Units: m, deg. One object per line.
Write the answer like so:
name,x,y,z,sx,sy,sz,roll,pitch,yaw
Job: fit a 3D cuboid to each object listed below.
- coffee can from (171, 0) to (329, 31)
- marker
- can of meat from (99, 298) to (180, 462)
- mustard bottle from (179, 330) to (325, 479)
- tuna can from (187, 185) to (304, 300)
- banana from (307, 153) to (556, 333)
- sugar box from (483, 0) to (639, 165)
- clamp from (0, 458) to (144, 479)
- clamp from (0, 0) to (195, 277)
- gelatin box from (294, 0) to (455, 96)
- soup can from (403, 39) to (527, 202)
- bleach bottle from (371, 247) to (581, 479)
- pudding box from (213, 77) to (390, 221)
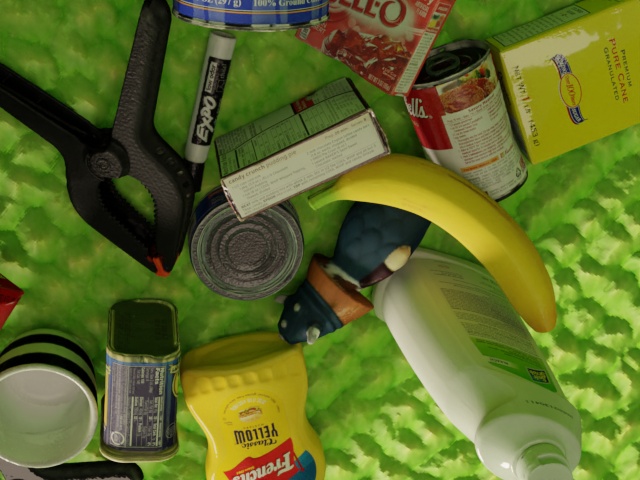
coffee can,-0.041,-0.210,0.659,0.102,0.103,0.140,-1,114,-8
marker,-0.082,-0.087,0.754,0.020,0.020,0.121,11,112,-13
can of meat,-0.132,0.100,0.785,0.057,0.102,0.084,2,111,-11
mustard bottle,-0.047,0.168,0.851,0.096,0.058,0.191,-11,115,-2
tuna can,-0.055,0.001,0.789,0.086,0.034,0.086,-3,114,-7
banana,0.092,-0.009,0.740,0.197,0.037,0.070,29,118,-4
sugar box,0.216,-0.130,0.764,0.176,0.048,0.093,-21,115,3
clamp,-0.238,0.211,0.845,0.171,0.039,0.120,20,87,-12
clamp,-0.153,-0.064,0.733,0.165,0.036,0.210,-2,126,18
gelatin box,0.035,-0.149,0.711,0.089,0.030,0.073,36,112,24
soup can,0.102,-0.082,0.757,0.068,0.068,0.102,-23,116,2
bleach bottle,0.108,0.089,0.732,0.102,0.251,0.068,15,111,-14
pudding box,-0.016,-0.064,0.735,0.113,0.090,0.039,-26,114,3
